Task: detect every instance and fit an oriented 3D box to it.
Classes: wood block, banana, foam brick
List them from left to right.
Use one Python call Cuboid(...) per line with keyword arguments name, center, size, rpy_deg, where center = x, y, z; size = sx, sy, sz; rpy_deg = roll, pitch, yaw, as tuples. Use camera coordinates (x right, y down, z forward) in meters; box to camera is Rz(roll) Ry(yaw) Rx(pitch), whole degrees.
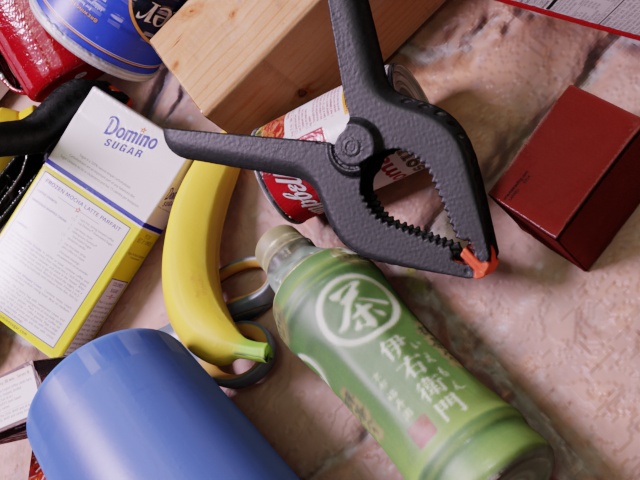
Cuboid(name="banana", center=(-0.072, 0.009, 0.700), size=(0.069, 0.037, 0.198), rpy_deg=(-16, 52, 6))
Cuboid(name="wood block", center=(0.001, -0.161, 0.703), size=(0.206, 0.090, 0.090), rpy_deg=(-44, 53, 10))
Cuboid(name="foam brick", center=(0.141, -0.034, 0.582), size=(0.078, 0.051, 0.053), rpy_deg=(-53, 51, 3))

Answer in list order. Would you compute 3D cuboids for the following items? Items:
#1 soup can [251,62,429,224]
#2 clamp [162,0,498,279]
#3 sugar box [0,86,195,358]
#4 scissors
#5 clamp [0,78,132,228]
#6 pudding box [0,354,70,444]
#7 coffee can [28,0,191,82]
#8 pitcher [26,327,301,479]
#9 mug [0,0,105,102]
Cuboid(name="soup can", center=(0.016, -0.060, 0.664), size=(0.102, 0.068, 0.068), rpy_deg=(-23, 59, 23))
Cuboid(name="clamp", center=(0.013, -0.049, 0.608), size=(0.165, 0.036, 0.210), rpy_deg=(-42, 79, 21))
Cuboid(name="sugar box", center=(-0.167, -0.011, 0.763), size=(0.093, 0.048, 0.176), rpy_deg=(33, 88, 13))
Cuboid(name="scissors", center=(-0.103, 0.084, 0.713), size=(0.202, 0.016, 0.096), rpy_deg=(-35, 51, 16))
Cuboid(name="clamp", center=(-0.204, -0.074, 0.774), size=(0.039, 0.120, 0.171), rpy_deg=(37, 60, 7))
Cuboid(name="pudding box", center=(-0.186, 0.106, 0.702), size=(0.114, 0.089, 0.039), rpy_deg=(-27, 78, 32))
Cuboid(name="coffee can", center=(-0.120, -0.195, 0.732), size=(0.140, 0.102, 0.103), rpy_deg=(-51, 51, 22))
Cuboid(name="pitcher", center=(-0.066, 0.169, 0.583), size=(0.149, 0.145, 0.243), rpy_deg=(-43, 54, -1))
Cuboid(name="mug", center=(-0.218, -0.156, 0.837), size=(0.117, 0.093, 0.081), rpy_deg=(-29, 92, 33))
